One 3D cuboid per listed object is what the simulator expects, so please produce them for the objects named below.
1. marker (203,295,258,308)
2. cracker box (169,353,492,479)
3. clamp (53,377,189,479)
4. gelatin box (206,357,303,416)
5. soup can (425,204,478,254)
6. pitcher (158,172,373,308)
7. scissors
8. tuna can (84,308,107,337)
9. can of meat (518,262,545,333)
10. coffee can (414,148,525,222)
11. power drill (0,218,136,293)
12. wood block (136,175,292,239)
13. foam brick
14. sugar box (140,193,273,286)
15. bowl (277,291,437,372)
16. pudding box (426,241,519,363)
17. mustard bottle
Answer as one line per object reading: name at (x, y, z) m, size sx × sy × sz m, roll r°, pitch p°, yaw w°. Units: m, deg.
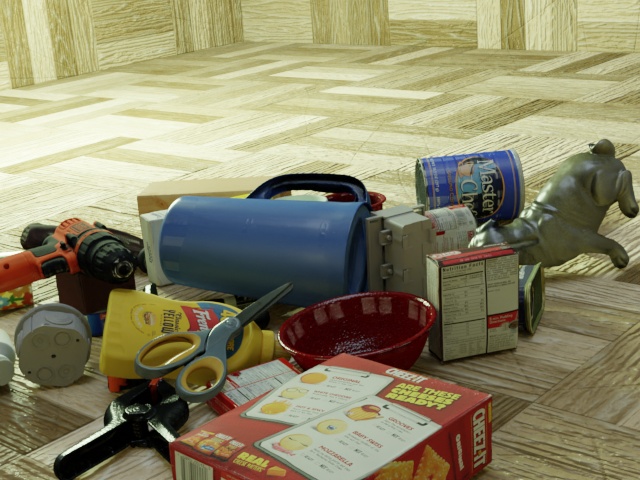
marker at (-0.085, 0.071, 1.287) m, size 0.121 × 0.020 × 0.020 m, roll -10°, pitch 18°, yaw -16°
cracker box at (0.013, 0.173, 0.857) m, size 0.164 × 0.072 × 0.213 m, roll 12°, pitch 23°, yaw 41°
clamp at (-0.173, 0.171, 0.964) m, size 0.120 × 0.039 × 0.171 m, roll -1°, pitch 13°, yaw -5°
gelatin box at (-0.056, 0.148, 1.019) m, size 0.089 × 0.030 × 0.073 m, roll -15°, pitch 21°, yaw -27°
soup can at (0.148, -0.007, 1.395) m, size 0.102 × 0.068 × 0.069 m, roll -11°, pitch 18°, yaw -20°
pitcher at (-0.058, 0.002, 1.254) m, size 0.243 × 0.145 × 0.149 m, roll 6°, pitch 20°, yaw 18°
scissors at (-0.083, 0.100, 1.042) m, size 0.201 × 0.016 × 0.096 m, roll -20°, pitch 47°, yaw -31°
tuna can at (-0.261, 0.084, 1.268) m, size 0.086 × 0.034 × 0.086 m, roll -4°, pitch 17°, yaw 1°
can of meat at (0.199, 0.063, 1.182) m, size 0.084 × 0.057 × 0.102 m, roll 0°, pitch 17°, yaw 21°
coffee can at (0.213, -0.075, 1.535) m, size 0.140 × 0.103 × 0.103 m, roll -6°, pitch 18°, yaw -3°
power drill at (-0.299, 0.037, 1.124) m, size 0.187 × 0.057 × 0.185 m, roll -22°, pitch 19°, yaw -24°
wood block at (-0.147, -0.037, 1.531) m, size 0.206 × 0.090 × 0.090 m, roll -3°, pitch 17°, yaw 8°
foam brick at (-0.260, 0.047, 1.235) m, size 0.051 × 0.053 × 0.078 m, roll 10°, pitch 22°, yaw 39°
sugar box at (-0.146, -0.004, 1.419) m, size 0.176 × 0.093 × 0.048 m, roll -14°, pitch 20°, yaw -26°
bowl at (0.040, 0.106, 1.071) m, size 0.162 × 0.055 × 0.162 m, roll -10°, pitch 18°, yaw 3°
pudding box at (0.156, 0.063, 1.094) m, size 0.090 × 0.113 × 0.039 m, roll -8°, pitch 20°, yaw -13°
mustard bottle at (-0.124, 0.103, 1.086) m, size 0.191 × 0.058 × 0.096 m, roll 9°, pitch 40°, yaw -11°
